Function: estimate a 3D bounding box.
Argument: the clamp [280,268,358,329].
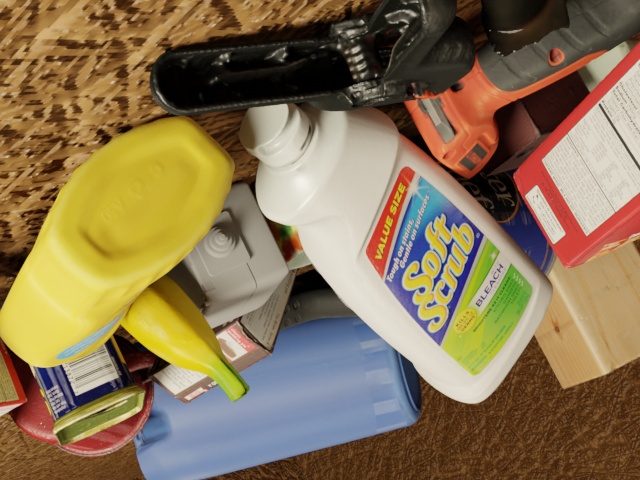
[{"bbox_3d":[-0.022,0.047,0.893,0.210,0.036,0.164,-10,-168,-6],"label":"clamp"}]

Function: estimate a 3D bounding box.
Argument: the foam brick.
[{"bbox_3d":[0.133,-0.081,0.685,0.078,0.051,0.053,-17,166,-41],"label":"foam brick"}]

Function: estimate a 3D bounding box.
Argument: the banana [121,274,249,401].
[{"bbox_3d":[-0.102,0.044,0.632,0.037,0.069,0.198,-30,-159,-17],"label":"banana"}]

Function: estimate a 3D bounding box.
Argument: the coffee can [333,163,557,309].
[{"bbox_3d":[0.084,-0.004,0.746,0.140,0.103,0.103,-4,157,-41],"label":"coffee can"}]

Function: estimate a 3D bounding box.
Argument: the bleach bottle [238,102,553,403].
[{"bbox_3d":[0.037,0.003,0.583,0.102,0.068,0.250,-55,137,-2],"label":"bleach bottle"}]

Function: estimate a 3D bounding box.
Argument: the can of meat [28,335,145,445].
[{"bbox_3d":[-0.152,0.074,0.659,0.057,0.084,0.102,-23,170,-16],"label":"can of meat"}]

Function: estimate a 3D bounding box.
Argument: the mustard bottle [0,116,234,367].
[{"bbox_3d":[-0.112,0.015,0.521,0.096,0.058,0.192,-50,-175,-33],"label":"mustard bottle"}]

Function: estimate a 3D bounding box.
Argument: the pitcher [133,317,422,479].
[{"bbox_3d":[-0.039,0.127,0.935,0.243,0.149,0.145,-13,135,12],"label":"pitcher"}]

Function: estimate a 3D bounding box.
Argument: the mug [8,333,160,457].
[{"bbox_3d":[-0.161,0.101,0.753,0.117,0.093,0.081,-15,165,2],"label":"mug"}]

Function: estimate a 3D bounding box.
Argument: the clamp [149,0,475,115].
[{"bbox_3d":[0.008,-0.073,0.446,0.120,0.039,0.171,-7,178,16],"label":"clamp"}]

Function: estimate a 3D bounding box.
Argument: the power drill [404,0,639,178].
[{"bbox_3d":[0.141,-0.105,0.576,0.188,0.057,0.184,-32,165,14],"label":"power drill"}]

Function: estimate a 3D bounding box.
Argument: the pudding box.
[{"bbox_3d":[-0.063,0.049,0.740,0.090,0.039,0.113,-34,-154,32],"label":"pudding box"}]
